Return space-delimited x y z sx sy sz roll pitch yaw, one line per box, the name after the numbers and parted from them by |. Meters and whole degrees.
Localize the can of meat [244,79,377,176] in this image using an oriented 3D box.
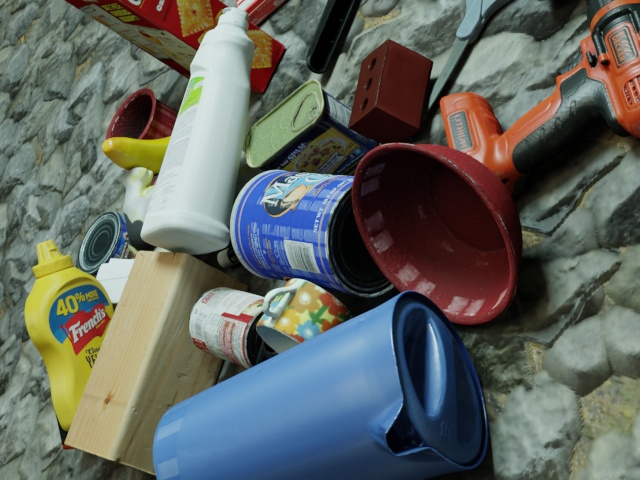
-0.007 -0.094 1.029 0.102 0.083 0.057 -36 43 28 | can of meat

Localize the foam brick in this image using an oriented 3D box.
0.065 -0.135 0.991 0.053 0.051 0.078 -30 43 57 | foam brick

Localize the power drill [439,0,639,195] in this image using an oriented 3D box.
0.186 -0.126 0.852 0.188 0.057 0.184 -32 45 31 | power drill

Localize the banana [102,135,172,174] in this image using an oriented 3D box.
-0.166 -0.111 1.186 0.037 0.069 0.197 12 31 36 | banana

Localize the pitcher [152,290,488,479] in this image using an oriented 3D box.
-0.002 0.137 0.818 0.243 0.149 0.145 -25 58 27 | pitcher

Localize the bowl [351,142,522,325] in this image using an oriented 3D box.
0.101 -0.015 0.833 0.055 0.162 0.162 -36 25 -32 | bowl

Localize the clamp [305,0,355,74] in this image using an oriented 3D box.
0.034 -0.281 1.144 0.165 0.036 0.210 -39 40 24 | clamp

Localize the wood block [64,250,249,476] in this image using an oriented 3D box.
-0.161 0.122 1.058 0.091 0.090 0.206 2 68 48 | wood block

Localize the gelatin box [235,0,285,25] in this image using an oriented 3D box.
-0.068 -0.309 1.286 0.073 0.030 0.089 -35 44 27 | gelatin box

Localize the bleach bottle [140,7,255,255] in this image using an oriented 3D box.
-0.107 -0.115 1.049 0.103 0.068 0.251 -13 60 57 | bleach bottle

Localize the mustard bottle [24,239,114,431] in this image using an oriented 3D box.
-0.253 0.092 1.102 0.058 0.096 0.191 -18 92 42 | mustard bottle

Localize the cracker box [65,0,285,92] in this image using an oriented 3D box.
-0.170 -0.252 1.211 0.164 0.213 0.072 19 81 52 | cracker box

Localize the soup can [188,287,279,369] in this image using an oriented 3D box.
-0.070 0.084 0.997 0.102 0.068 0.068 11 75 52 | soup can

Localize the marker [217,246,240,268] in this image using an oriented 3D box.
-0.057 0.001 1.077 0.121 0.020 0.020 -24 50 37 | marker

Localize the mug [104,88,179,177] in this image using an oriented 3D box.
-0.203 -0.117 1.268 0.117 0.081 0.093 -19 53 40 | mug

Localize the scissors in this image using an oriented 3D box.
0.133 -0.208 1.000 0.202 0.016 0.096 -51 40 10 | scissors

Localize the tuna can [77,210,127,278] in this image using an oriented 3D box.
-0.254 0.008 1.283 0.086 0.033 0.086 -28 48 35 | tuna can

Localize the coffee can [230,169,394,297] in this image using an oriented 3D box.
0.001 -0.009 0.949 0.141 0.102 0.103 8 73 50 | coffee can
